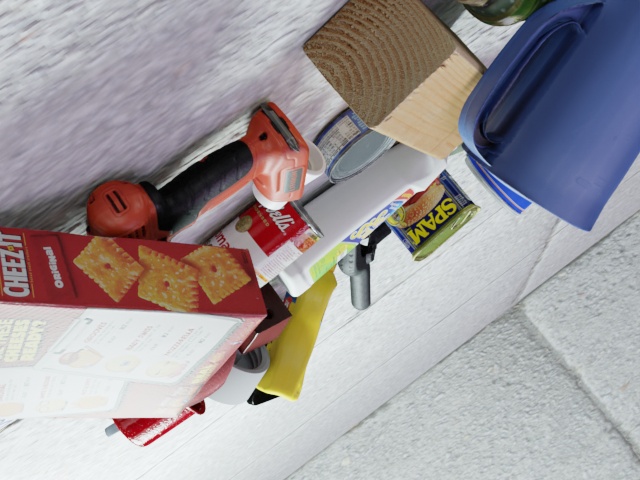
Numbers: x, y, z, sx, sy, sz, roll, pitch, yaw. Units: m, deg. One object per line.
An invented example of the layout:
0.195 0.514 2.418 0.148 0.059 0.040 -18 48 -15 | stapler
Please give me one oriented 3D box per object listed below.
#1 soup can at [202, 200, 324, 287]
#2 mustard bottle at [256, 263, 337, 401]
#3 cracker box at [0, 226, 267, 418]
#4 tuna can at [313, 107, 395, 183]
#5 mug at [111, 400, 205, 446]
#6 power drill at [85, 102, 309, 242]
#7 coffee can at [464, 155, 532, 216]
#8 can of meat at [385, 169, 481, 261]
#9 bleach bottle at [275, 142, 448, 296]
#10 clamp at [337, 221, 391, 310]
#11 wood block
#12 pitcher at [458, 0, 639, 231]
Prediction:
-0.057 0.001 1.024 0.102 0.068 0.068 -38 165 4 | soup can
-0.023 0.090 1.263 0.096 0.058 0.191 167 -57 -82 | mustard bottle
-0.173 0.067 0.798 0.213 0.072 0.164 6 141 -34 | cracker box
0.033 -0.095 1.013 0.086 0.034 0.086 -35 164 -11 | tuna can
-0.190 0.174 1.215 0.081 0.093 0.117 -35 -158 6 | mug
-0.101 -0.023 0.872 0.187 0.057 0.184 -33 164 -18 | power drill
0.271 -0.114 1.370 0.140 0.103 0.102 -43 164 16 | coffee can
0.129 -0.039 1.301 0.102 0.084 0.057 -42 164 16 | can of meat
0.049 -0.045 1.147 0.250 0.068 0.102 -38 165 -8 | bleach bottle
0.048 0.021 1.297 0.171 0.039 0.120 27 71 -70 | clamp
0.079 -0.138 0.886 0.091 0.090 0.205 -43 164 14 | wood block
0.228 -0.141 0.883 0.243 0.145 0.149 -58 173 14 | pitcher
